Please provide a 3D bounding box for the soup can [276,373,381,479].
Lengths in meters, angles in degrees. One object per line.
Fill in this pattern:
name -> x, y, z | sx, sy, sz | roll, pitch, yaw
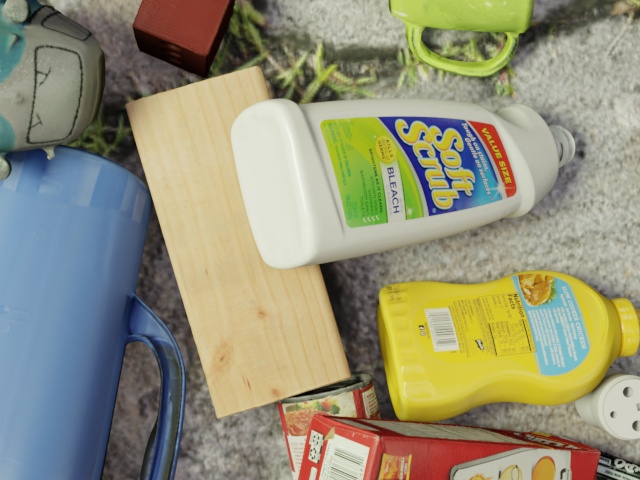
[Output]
soup can -> 0.013, 0.147, 0.723 | 0.068, 0.068, 0.102 | -12, 91, -5

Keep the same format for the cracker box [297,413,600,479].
cracker box -> 0.074, 0.201, 0.678 | 0.213, 0.072, 0.164 | 12, 89, -39

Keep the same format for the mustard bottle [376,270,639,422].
mustard bottle -> 0.139, 0.067, 0.731 | 0.191, 0.058, 0.096 | -6, 54, -5

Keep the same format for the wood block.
wood block -> -0.054, 0.001, 0.708 | 0.090, 0.091, 0.206 | -17, 91, -5

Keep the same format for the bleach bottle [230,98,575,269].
bleach bottle -> 0.069, -0.052, 0.688 | 0.250, 0.068, 0.102 | -13, 90, -35

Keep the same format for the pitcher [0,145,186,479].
pitcher -> -0.171, 0.070, 0.659 | 0.149, 0.145, 0.243 | 29, 64, -43

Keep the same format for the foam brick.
foam brick -> -0.090, -0.147, 0.713 | 0.053, 0.078, 0.051 | 23, 86, -4
